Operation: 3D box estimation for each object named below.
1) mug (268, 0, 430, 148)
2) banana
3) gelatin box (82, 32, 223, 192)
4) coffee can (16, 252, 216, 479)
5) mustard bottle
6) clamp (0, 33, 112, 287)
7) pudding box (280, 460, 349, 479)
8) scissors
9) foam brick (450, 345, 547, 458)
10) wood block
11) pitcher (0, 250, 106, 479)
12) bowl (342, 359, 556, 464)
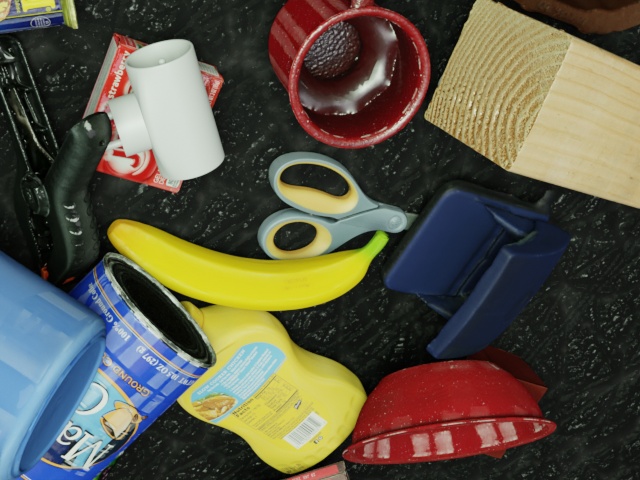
[{"bbox_3d":[0.015,-0.129,0.689,0.093,0.081,0.117,-5,120,-16],"label":"mug"},{"bbox_3d":[-0.052,0.018,0.767,0.197,0.037,0.070,1,111,-7],"label":"banana"},{"bbox_3d":[-0.115,-0.082,0.703,0.073,0.030,0.089,16,112,-26],"label":"gelatin box"},{"bbox_3d":[-0.154,0.092,0.704,0.140,0.103,0.102,-44,123,5],"label":"coffee can"},{"bbox_3d":[-0.058,0.101,0.810,0.096,0.058,0.191,-43,123,13],"label":"mustard bottle"},{"bbox_3d":[-0.163,-0.034,0.669,0.039,0.120,0.171,-24,130,-28],"label":"clamp"},{"bbox_3d":[-0.025,0.212,0.860,0.090,0.039,0.113,-14,167,-10],"label":"pudding box"},{"bbox_3d":[0.038,-0.003,0.809,0.201,0.016,0.096,25,110,-29],"label":"scissors"},{"bbox_3d":[0.142,0.134,0.901,0.052,0.051,0.078,21,110,-27],"label":"foam brick"},{"bbox_3d":[0.185,-0.086,0.734,0.205,0.091,0.090,11,110,-40],"label":"wood block"},{"bbox_3d":[-0.253,0.040,0.596,0.243,0.145,0.149,29,90,3],"label":"pitcher"},{"bbox_3d":[0.094,0.129,0.812,0.162,0.055,0.162,-6,160,-2],"label":"bowl"}]
